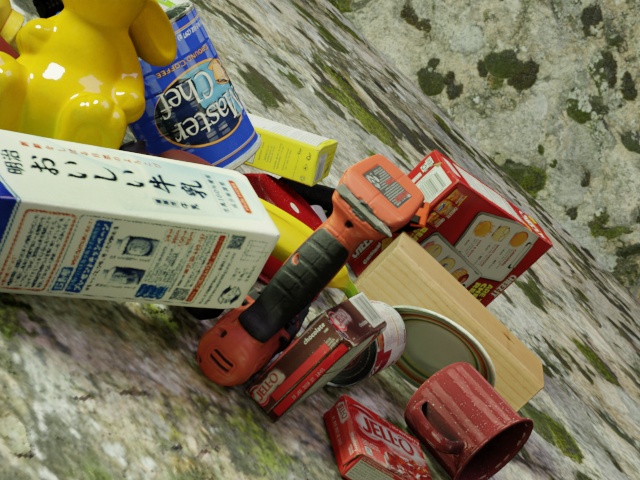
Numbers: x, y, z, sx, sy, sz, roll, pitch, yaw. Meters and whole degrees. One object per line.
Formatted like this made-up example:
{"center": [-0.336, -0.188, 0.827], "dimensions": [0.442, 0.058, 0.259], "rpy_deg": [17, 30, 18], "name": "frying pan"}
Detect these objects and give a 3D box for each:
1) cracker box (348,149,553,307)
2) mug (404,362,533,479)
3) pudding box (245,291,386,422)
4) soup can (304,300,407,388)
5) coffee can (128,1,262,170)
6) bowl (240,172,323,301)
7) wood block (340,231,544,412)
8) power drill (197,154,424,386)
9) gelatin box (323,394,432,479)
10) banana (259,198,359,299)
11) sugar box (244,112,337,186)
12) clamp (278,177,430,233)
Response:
{"center": [0.152, 0.003, 1.278], "dimensions": [0.213, 0.164, 0.072], "rpy_deg": [28, 25, -43], "name": "cracker box"}
{"center": [0.122, 0.164, 0.949], "dimensions": [0.117, 0.093, 0.082], "rpy_deg": [3, 37, -50], "name": "mug"}
{"center": [0.000, 0.088, 0.831], "dimensions": [0.039, 0.090, 0.113], "rpy_deg": [48, 16, 9], "name": "pudding box"}
{"center": [0.032, 0.090, 0.946], "dimensions": [0.068, 0.068, 0.102], "rpy_deg": [47, 16, 12], "name": "soup can"}
{"center": [-0.128, -0.127, 0.956], "dimensions": [0.103, 0.103, 0.140], "rpy_deg": [-93, 158, -67], "name": "coffee can"}
{"center": [-0.045, -0.015, 1.049], "dimensions": [0.162, 0.055, 0.162], "rpy_deg": [40, 17, -15], "name": "bowl"}
{"center": [0.129, 0.098, 1.120], "dimensions": [0.206, 0.090, 0.090], "rpy_deg": [43, 15, -1], "name": "wood block"}
{"center": [-0.003, 0.021, 0.816], "dimensions": [0.057, 0.188, 0.184], "rpy_deg": [42, 19, 2], "name": "power drill"}
{"center": [0.048, 0.171, 0.847], "dimensions": [0.089, 0.030, 0.073], "rpy_deg": [36, 17, -26], "name": "gelatin box"}
{"center": [-0.051, -0.007, 0.943], "dimensions": [0.198, 0.037, 0.070], "rpy_deg": [32, -30, 14], "name": "banana"}
{"center": [-0.077, -0.105, 1.091], "dimensions": [0.176, 0.048, 0.093], "rpy_deg": [16, 12, 9], "name": "sugar box"}
{"center": [0.044, -0.031, 1.181], "dimensions": [0.172, 0.039, 0.120], "rpy_deg": [12, -10, 25], "name": "clamp"}
